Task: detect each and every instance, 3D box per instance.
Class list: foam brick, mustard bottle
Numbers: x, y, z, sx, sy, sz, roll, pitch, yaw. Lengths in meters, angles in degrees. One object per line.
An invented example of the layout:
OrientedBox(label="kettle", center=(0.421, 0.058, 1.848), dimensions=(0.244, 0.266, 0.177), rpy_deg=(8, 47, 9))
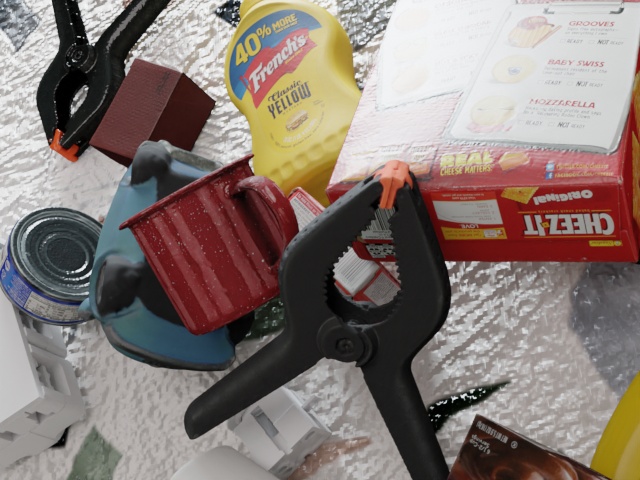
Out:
OrientedBox(label="foam brick", center=(-0.127, -0.090, 0.813), dimensions=(0.053, 0.051, 0.078), rpy_deg=(22, 80, 31))
OrientedBox(label="mustard bottle", center=(-0.020, -0.115, 0.765), dimensions=(0.096, 0.058, 0.192), rpy_deg=(-31, 58, 18))

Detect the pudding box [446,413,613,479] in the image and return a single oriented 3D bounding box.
OrientedBox(label="pudding box", center=(0.113, 0.156, 0.557), dimensions=(0.114, 0.039, 0.090), rpy_deg=(25, 90, 44))

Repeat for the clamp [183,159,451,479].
OrientedBox(label="clamp", center=(0.007, 0.053, 0.595), dimensions=(0.164, 0.036, 0.210), rpy_deg=(10, 116, 7))

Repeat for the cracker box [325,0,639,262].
OrientedBox(label="cracker box", center=(0.114, -0.084, 0.639), dimensions=(0.164, 0.072, 0.213), rpy_deg=(-1, 47, 25))

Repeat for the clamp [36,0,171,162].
OrientedBox(label="clamp", center=(-0.198, -0.152, 0.883), dimensions=(0.120, 0.039, 0.171), rpy_deg=(14, 76, 32))

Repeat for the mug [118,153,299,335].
OrientedBox(label="mug", center=(-0.054, 0.001, 0.639), dimensions=(0.117, 0.093, 0.081), rpy_deg=(-26, 95, 44))

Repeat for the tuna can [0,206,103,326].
OrientedBox(label="tuna can", center=(-0.188, 0.017, 0.775), dimensions=(0.034, 0.085, 0.086), rpy_deg=(-51, 47, 42))

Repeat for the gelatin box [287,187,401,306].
OrientedBox(label="gelatin box", center=(0.017, 0.013, 0.682), dimensions=(0.030, 0.073, 0.089), rpy_deg=(-46, 56, 1))
